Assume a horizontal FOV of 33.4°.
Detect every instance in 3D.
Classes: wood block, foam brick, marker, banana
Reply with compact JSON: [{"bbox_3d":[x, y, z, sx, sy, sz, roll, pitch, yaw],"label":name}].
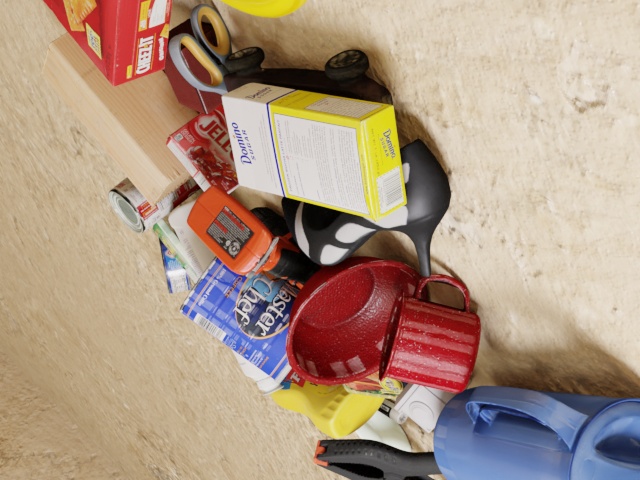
[{"bbox_3d":[-0.221,-0.155,1.247,0.206,0.090,0.090,51,155,-1],"label":"wood block"},{"bbox_3d":[-0.126,-0.180,1.099,0.051,0.053,0.078,23,143,45],"label":"foam brick"},{"bbox_3d":[0.062,0.200,1.362,0.121,0.020,0.020,26,146,43],"label":"marker"},{"bbox_3d":[-0.068,-0.236,0.948,0.198,0.037,0.070,23,126,42],"label":"banana"}]

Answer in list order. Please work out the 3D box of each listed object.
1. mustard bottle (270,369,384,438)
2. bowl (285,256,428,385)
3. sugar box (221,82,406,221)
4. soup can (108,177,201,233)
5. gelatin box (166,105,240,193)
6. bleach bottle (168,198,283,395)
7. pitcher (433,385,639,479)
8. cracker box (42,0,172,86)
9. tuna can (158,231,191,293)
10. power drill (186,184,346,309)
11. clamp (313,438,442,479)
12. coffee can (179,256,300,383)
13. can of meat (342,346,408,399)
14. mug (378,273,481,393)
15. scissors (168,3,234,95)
[{"bbox_3d":[-0.013,0.180,1.366,0.192,0.096,0.058,21,142,47],"label":"mustard bottle"},{"bbox_3d":[0.028,0.071,1.097,0.055,0.162,0.162,55,166,45],"label":"bowl"},{"bbox_3d":[-0.008,-0.081,0.930,0.177,0.048,0.093,19,128,44],"label":"sugar box"},{"bbox_3d":[-0.206,-0.064,1.336,0.069,0.102,0.068,38,153,23],"label":"soup can"},{"bbox_3d":[-0.114,-0.097,1.171,0.089,0.073,0.030,51,155,-1],"label":"gelatin box"},{"bbox_3d":[-0.108,0.070,1.317,0.251,0.068,0.103,67,168,0],"label":"bleach bottle"},{"bbox_3d":[0.203,0.194,0.992,0.243,0.144,0.149,-3,94,64],"label":"pitcher"},{"bbox_3d":[-0.228,-0.282,1.041,0.214,0.072,0.164,48,146,23],"label":"cracker box"},{"bbox_3d":[-0.205,0.031,1.501,0.086,0.033,0.086,170,90,-82],"label":"tuna can"},{"bbox_3d":[-0.058,0.001,1.147,0.185,0.057,0.187,40,-171,34],"label":"power drill"},{"bbox_3d":[0.098,0.273,1.293,0.210,0.036,0.165,15,145,1],"label":"clamp"},{"bbox_3d":[-0.074,0.081,1.212,0.140,0.102,0.103,36,155,1],"label":"coffee can"},{"bbox_3d":[0.058,0.130,1.205,0.102,0.057,0.084,3,134,34],"label":"can of meat"},{"bbox_3d":[0.110,0.090,1.041,0.081,0.117,0.093,14,-174,-2],"label":"mug"},{"bbox_3d":[-0.083,-0.161,1.078,0.016,0.096,0.201,-7,154,31],"label":"scissors"}]
